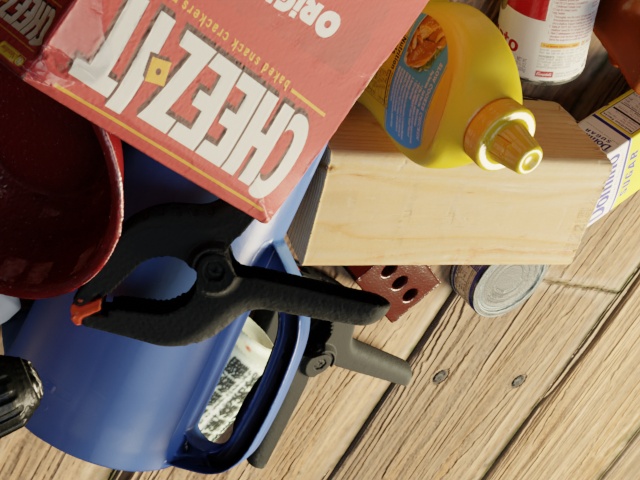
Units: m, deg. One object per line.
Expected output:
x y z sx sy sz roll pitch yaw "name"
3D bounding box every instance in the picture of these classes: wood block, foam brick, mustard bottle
0.080 -0.043 0.738 0.205 0.091 0.090 1 126 -21 "wood block"
0.049 0.018 0.834 0.053 0.051 0.078 -41 140 2 "foam brick"
0.064 -0.098 0.629 0.058 0.192 0.096 -7 130 -33 "mustard bottle"

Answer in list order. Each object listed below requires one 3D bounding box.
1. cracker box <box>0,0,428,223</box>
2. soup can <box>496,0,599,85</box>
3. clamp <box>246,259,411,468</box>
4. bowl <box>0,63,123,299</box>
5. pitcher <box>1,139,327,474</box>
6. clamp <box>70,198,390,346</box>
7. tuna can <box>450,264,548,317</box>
-0.025 -0.132 0.471 0.214 0.072 0.164 -55 140 4 "cracker box"
0.160 -0.167 0.737 0.068 0.069 0.102 -19 136 -23 "soup can"
-0.015 0.098 0.869 0.164 0.036 0.210 -33 138 -8 "clamp"
-0.163 -0.051 0.564 0.055 0.162 0.162 -54 163 -54 "bowl"
-0.084 0.016 0.656 0.149 0.145 0.243 20 108 -29 "pitcher"
-0.054 0.001 0.575 0.171 0.039 0.120 -10 98 -3 "clamp"
0.159 0.025 0.939 0.086 0.034 0.086 -21 136 -21 "tuna can"
